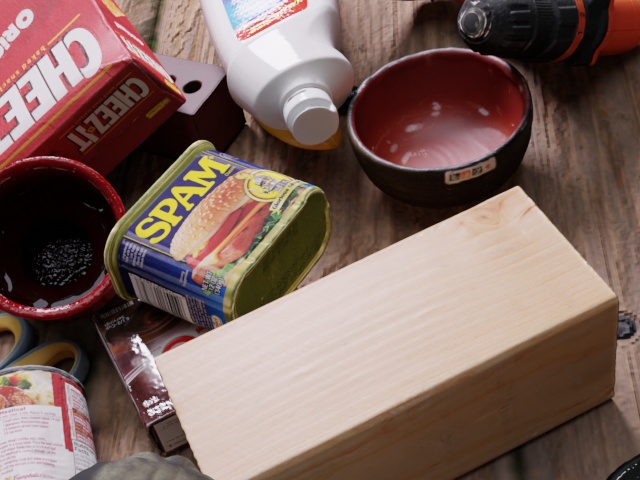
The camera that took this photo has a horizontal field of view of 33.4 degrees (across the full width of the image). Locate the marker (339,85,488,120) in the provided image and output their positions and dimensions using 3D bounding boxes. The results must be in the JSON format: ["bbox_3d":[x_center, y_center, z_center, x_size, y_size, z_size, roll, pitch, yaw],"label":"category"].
[{"bbox_3d":[0.056,-0.094,0.726,0.121,0.020,0.020,8,51,21],"label":"marker"}]

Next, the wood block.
[{"bbox_3d":[0.035,0.070,0.536,0.206,0.090,0.091,-25,48,-9],"label":"wood block"}]

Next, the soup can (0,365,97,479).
[{"bbox_3d":[-0.148,0.125,0.550,0.068,0.068,0.102,-19,48,-3],"label":"soup can"}]

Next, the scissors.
[{"bbox_3d":[-0.231,0.109,0.622,0.201,0.016,0.096,-31,47,-13],"label":"scissors"}]

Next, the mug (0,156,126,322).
[{"bbox_3d":[-0.168,0.000,0.632,0.117,0.081,0.093,23,79,-1],"label":"mug"}]

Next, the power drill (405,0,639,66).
[{"bbox_3d":[0.100,-0.163,0.706,0.188,0.057,0.184,31,27,36],"label":"power drill"}]

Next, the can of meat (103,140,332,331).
[{"bbox_3d":[-0.054,0.001,0.593,0.084,0.057,0.102,21,54,25],"label":"can of meat"}]

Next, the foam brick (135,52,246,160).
[{"bbox_3d":[-0.100,-0.092,0.742,0.078,0.051,0.053,15,54,26],"label":"foam brick"}]

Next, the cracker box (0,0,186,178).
[{"bbox_3d":[-0.213,-0.120,0.725,0.164,0.072,0.214,-41,58,9],"label":"cracker box"}]

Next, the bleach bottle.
[{"bbox_3d":[-0.026,-0.154,0.716,0.102,0.068,0.251,-18,46,-2],"label":"bleach bottle"}]

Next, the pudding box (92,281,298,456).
[{"bbox_3d":[-0.060,0.057,0.607,0.113,0.039,0.090,-28,48,-11],"label":"pudding box"}]
